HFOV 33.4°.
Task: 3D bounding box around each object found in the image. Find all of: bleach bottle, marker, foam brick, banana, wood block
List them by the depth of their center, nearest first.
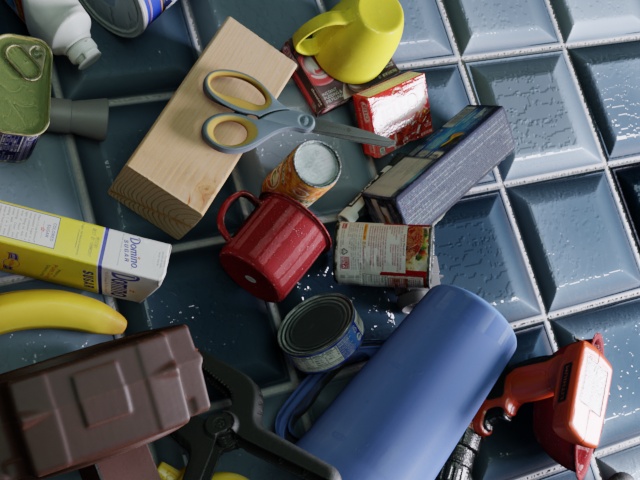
[{"bbox_3d":[-0.185,0.213,0.974,0.052,0.078,0.051,-21,83,-26],"label":"foam brick"},{"bbox_3d":[-0.282,0.081,0.999,0.197,0.037,0.069,-17,95,-27],"label":"banana"},{"bbox_3d":[-0.305,-0.281,1.064,0.068,0.103,0.251,-38,90,-24],"label":"bleach bottle"},{"bbox_3d":[-0.120,-0.116,1.101,0.090,0.090,0.206,34,64,-11],"label":"wood block"},{"bbox_3d":[0.062,-0.059,1.204,0.020,0.020,0.121,46,62,-4],"label":"marker"}]

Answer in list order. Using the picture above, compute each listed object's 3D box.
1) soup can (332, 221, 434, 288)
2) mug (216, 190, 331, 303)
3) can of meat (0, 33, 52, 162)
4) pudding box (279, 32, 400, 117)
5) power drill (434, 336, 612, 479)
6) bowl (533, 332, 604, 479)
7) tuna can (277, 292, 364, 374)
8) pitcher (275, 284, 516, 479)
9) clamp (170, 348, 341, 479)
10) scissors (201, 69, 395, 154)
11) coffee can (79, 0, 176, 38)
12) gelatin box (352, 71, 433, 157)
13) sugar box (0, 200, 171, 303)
[{"bbox_3d":[0.067,0.015,1.125,0.102,0.068,0.068,2,70,9],"label":"soup can"},{"bbox_3d":[-0.057,0.001,1.090,0.117,0.093,0.081,46,66,-17],"label":"mug"},{"bbox_3d":[-0.296,-0.135,1.032,0.057,0.084,0.102,5,72,-22],"label":"can of meat"},{"bbox_3d":[0.021,-0.204,1.220,0.113,0.039,0.090,-29,87,-28],"label":"pudding box"},{"bbox_3d":[0.198,0.177,1.094,0.057,0.188,0.184,37,57,-31],"label":"power drill"},{"bbox_3d":[0.270,0.178,1.171,0.055,0.162,0.162,6,64,23],"label":"bowl"},{"bbox_3d":[0.001,0.095,1.089,0.086,0.086,0.033,-51,128,-28],"label":"tuna can"},{"bbox_3d":[0.080,0.159,1.066,0.149,0.145,0.242,44,70,-12],"label":"pitcher"},{"bbox_3d":[-0.097,0.187,0.990,0.164,0.036,0.210,-24,48,-15],"label":"clamp"},{"bbox_3d":[-0.031,-0.104,1.062,0.201,0.016,0.096,26,69,-5],"label":"scissors"},{"bbox_3d":[-0.180,-0.296,1.125,0.103,0.103,0.140,44,62,-6],"label":"coffee can"},{"bbox_3d":[0.084,-0.144,1.216,0.089,0.030,0.073,-27,118,-29],"label":"gelatin box"},{"bbox_3d":[-0.239,0.013,1.005,0.176,0.093,0.048,17,68,-18],"label":"sugar box"}]
